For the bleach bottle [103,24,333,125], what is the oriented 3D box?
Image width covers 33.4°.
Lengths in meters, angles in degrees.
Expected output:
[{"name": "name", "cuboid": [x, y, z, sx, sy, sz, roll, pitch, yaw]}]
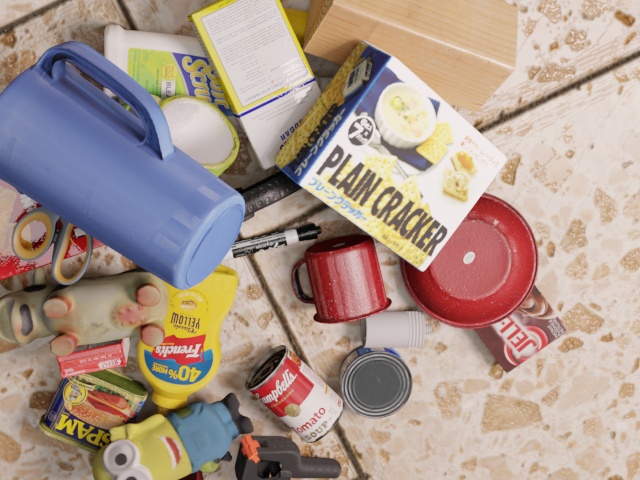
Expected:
[{"name": "bleach bottle", "cuboid": [-0.107, -0.176, 1.158, 0.250, 0.068, 0.102, 1, 107, -9]}]

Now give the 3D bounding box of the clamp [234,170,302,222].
[{"name": "clamp", "cuboid": [-0.100, -0.034, 1.176, 0.209, 0.165, 0.036, -29, 98, -23]}]

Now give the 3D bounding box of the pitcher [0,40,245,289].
[{"name": "pitcher", "cuboid": [-0.193, -0.067, 1.017, 0.243, 0.149, 0.145, 33, 80, 12]}]

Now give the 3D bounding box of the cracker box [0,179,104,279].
[{"name": "cracker box", "cuboid": [-0.333, -0.049, 1.156, 0.213, 0.072, 0.164, -18, 105, -3]}]

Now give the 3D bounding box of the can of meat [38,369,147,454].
[{"name": "can of meat", "cuboid": [-0.261, 0.193, 1.235, 0.102, 0.057, 0.084, 25, 97, -12]}]

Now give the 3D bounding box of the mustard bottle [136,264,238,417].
[{"name": "mustard bottle", "cuboid": [-0.160, 0.117, 1.226, 0.096, 0.058, 0.192, 13, 103, -4]}]

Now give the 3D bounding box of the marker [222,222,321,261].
[{"name": "marker", "cuboid": [-0.058, 0.002, 1.230, 0.121, 0.020, 0.020, -14, 105, -3]}]

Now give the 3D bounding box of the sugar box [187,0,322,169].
[{"name": "sugar box", "cuboid": [-0.059, -0.173, 1.114, 0.093, 0.048, 0.176, -26, 108, -8]}]

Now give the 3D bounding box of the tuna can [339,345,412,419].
[{"name": "tuna can", "cuboid": [0.065, 0.168, 1.279, 0.086, 0.034, 0.086, -2, 104, -6]}]

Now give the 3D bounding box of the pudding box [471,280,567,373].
[{"name": "pudding box", "cuboid": [0.226, 0.089, 1.275, 0.090, 0.039, 0.113, -36, 105, 4]}]

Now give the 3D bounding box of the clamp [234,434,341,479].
[{"name": "clamp", "cuboid": [-0.058, 0.278, 1.256, 0.120, 0.039, 0.171, -43, 138, 5]}]

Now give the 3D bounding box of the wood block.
[{"name": "wood block", "cuboid": [0.097, -0.224, 1.131, 0.206, 0.091, 0.090, 17, 59, -15]}]

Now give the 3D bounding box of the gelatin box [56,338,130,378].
[{"name": "gelatin box", "cuboid": [-0.253, 0.121, 1.200, 0.073, 0.089, 0.030, -11, 107, -4]}]

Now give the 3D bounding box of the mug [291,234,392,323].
[{"name": "mug", "cuboid": [0.018, 0.043, 1.221, 0.117, 0.093, 0.081, -6, 103, 32]}]

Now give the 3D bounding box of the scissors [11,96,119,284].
[{"name": "scissors", "cuboid": [-0.269, -0.055, 1.117, 0.096, 0.016, 0.202, 7, 90, 5]}]

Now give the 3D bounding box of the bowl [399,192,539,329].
[{"name": "bowl", "cuboid": [0.170, 0.022, 1.218, 0.162, 0.055, 0.162, 0, 89, 7]}]

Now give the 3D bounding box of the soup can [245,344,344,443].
[{"name": "soup can", "cuboid": [-0.030, 0.181, 1.254, 0.068, 0.068, 0.102, -44, 106, 5]}]
